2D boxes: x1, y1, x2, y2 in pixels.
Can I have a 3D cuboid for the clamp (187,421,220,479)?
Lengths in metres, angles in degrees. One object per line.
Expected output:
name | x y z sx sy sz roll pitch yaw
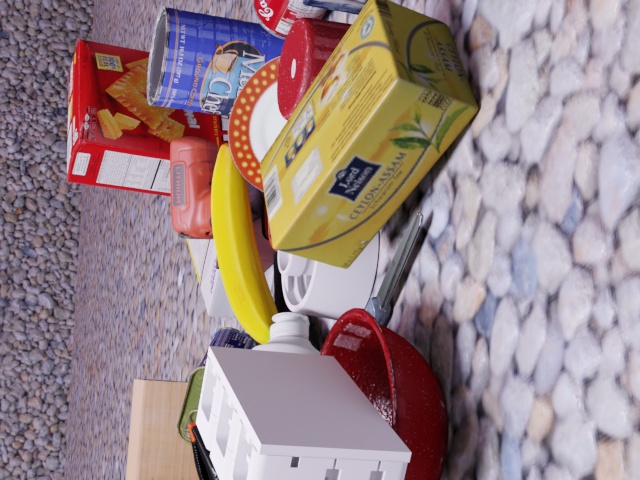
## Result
clamp | -0.095 0.262 1.055 0.120 0.039 0.171 -44 61 59

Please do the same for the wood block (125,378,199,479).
wood block | -0.185 0.274 1.297 0.091 0.090 0.206 160 114 -70

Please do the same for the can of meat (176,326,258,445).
can of meat | -0.104 0.152 1.104 0.084 0.057 0.102 -69 -3 -61

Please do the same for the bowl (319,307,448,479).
bowl | 0.041 0.127 0.711 0.162 0.055 0.162 -174 90 -72

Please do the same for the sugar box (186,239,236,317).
sugar box | -0.117 0.006 1.252 0.176 0.048 0.093 -119 39 -55

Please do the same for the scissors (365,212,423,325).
scissors | 0.042 0.073 0.789 0.202 0.016 0.096 121 148 -53

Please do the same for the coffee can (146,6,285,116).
coffee can | -0.102 -0.181 1.113 0.103 0.140 0.103 -174 90 -72

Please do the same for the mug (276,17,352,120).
mug | 0.011 -0.120 0.842 0.117 0.081 0.093 115 154 -45

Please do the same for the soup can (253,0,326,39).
soup can | -0.016 -0.242 0.989 0.102 0.068 0.068 128 144 -57

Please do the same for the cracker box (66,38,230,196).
cracker box | -0.168 -0.130 1.180 0.072 0.213 0.164 118 152 -45

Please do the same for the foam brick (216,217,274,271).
foam brick | -0.079 -0.009 1.129 0.053 0.051 0.078 138 136 -65

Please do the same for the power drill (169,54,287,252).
power drill | -0.072 -0.075 1.020 0.188 0.057 0.184 -6 83 50

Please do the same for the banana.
banana | -0.065 0.013 0.948 0.070 0.037 0.198 -38 63 46
